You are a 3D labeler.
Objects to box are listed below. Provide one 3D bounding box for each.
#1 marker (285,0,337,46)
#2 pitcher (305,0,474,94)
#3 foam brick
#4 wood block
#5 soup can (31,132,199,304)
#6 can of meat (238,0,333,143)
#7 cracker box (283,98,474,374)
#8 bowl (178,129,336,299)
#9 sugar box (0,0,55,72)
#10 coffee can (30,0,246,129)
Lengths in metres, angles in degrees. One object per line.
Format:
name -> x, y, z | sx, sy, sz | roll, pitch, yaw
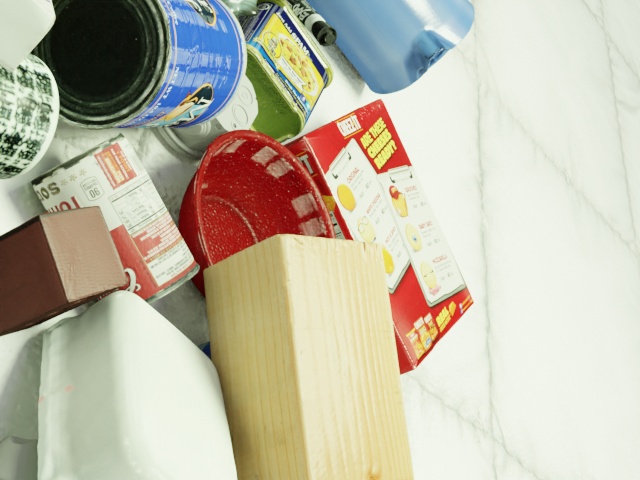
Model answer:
marker -> -0.012, -0.204, 0.973 | 0.020, 0.020, 0.121 | 42, 8, -36
pitcher -> 0.028, -0.273, 1.047 | 0.242, 0.149, 0.145 | 46, 53, -27
foam brick -> -0.161, 0.019, 0.616 | 0.052, 0.078, 0.051 | -17, 84, -58
wood block -> -0.007, 0.109, 0.682 | 0.090, 0.090, 0.206 | 6, 70, -39
soup can -> -0.131, -0.010, 0.687 | 0.102, 0.069, 0.068 | 62, 32, -10
can of meat -> -0.042, -0.145, 0.914 | 0.102, 0.058, 0.083 | 52, 37, -25
cracker box -> 0.042, -0.002, 0.942 | 0.213, 0.072, 0.164 | 64, 31, -5
bowl -> -0.055, 0.001, 0.802 | 0.161, 0.055, 0.162 | 28, 53, -44
sugar box -> -0.203, -0.164, 0.608 | 0.093, 0.048, 0.176 | 37, 9, -31
coffee can -> -0.119, -0.125, 0.709 | 0.103, 0.103, 0.140 | 68, 16, 0
